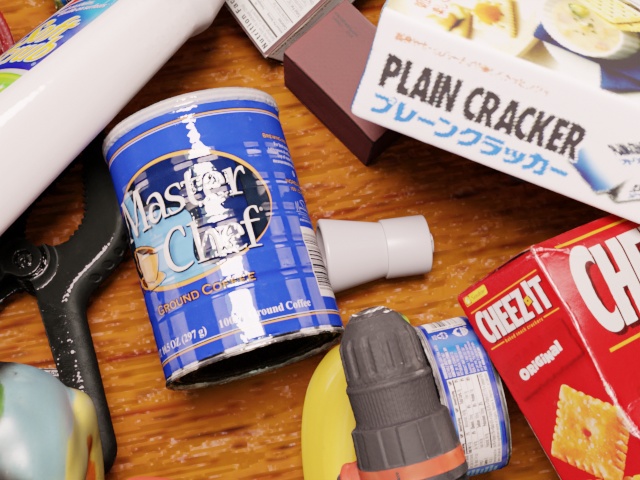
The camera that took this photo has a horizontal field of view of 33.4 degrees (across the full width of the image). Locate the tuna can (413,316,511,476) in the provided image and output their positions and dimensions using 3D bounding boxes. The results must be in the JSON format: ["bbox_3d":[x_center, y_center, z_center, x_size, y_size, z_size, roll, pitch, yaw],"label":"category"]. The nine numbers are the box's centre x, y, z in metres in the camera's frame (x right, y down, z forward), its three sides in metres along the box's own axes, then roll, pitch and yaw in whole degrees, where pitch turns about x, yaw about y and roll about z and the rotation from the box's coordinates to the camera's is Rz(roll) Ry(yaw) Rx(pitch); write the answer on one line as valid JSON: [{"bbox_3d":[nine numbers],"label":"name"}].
[{"bbox_3d":[0.074,0.085,0.579,0.033,0.086,0.086,-12,76,-5],"label":"tuna can"}]

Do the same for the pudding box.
[{"bbox_3d":[-0.014,-0.177,0.647,0.114,0.039,0.090,-40,79,20],"label":"pudding box"}]

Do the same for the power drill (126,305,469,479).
[{"bbox_3d":[-0.013,0.140,0.538,0.188,0.057,0.184,-17,86,21],"label":"power drill"}]

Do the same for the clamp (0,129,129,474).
[{"bbox_3d":[-0.176,0.020,0.611,0.164,0.036,0.210,9,69,3],"label":"clamp"}]

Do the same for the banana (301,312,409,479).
[{"bbox_3d":[0.022,0.139,0.578,0.037,0.070,0.198,-3,87,-42],"label":"banana"}]

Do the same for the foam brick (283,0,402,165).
[{"bbox_3d":[0.022,-0.094,0.640,0.053,0.051,0.078,-42,80,-10],"label":"foam brick"}]

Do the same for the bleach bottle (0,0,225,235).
[{"bbox_3d":[-0.136,-0.097,0.595,0.250,0.103,0.068,-47,122,-18],"label":"bleach bottle"}]

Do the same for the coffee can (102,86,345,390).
[{"bbox_3d":[-0.054,0.001,0.591,0.102,0.103,0.140,-16,77,-4],"label":"coffee can"}]
